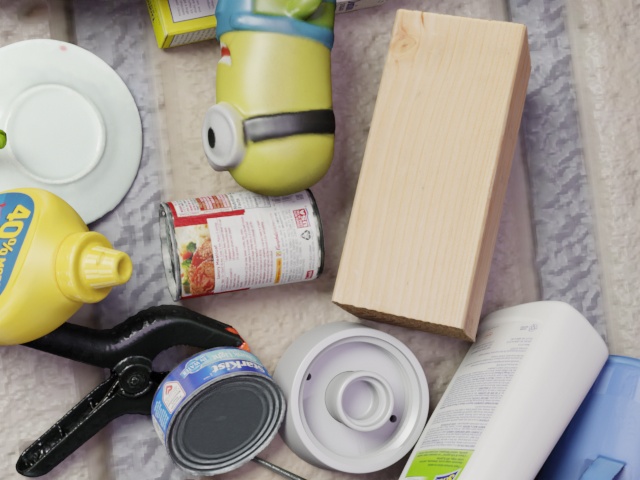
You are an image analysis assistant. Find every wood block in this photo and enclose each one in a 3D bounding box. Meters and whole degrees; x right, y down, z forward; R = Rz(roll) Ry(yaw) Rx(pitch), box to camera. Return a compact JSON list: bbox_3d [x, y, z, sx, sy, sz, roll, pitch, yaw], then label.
[{"bbox_3d":[0.080,-0.043,0.741,0.091,0.090,0.206,10,82,16],"label":"wood block"}]

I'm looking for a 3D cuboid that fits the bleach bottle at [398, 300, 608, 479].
[{"bbox_3d":[0.094,0.150,0.699,0.068,0.103,0.250,47,58,-12],"label":"bleach bottle"}]

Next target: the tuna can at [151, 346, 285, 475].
[{"bbox_3d":[-0.069,0.113,0.712,0.086,0.034,0.086,-17,129,-22],"label":"tuna can"}]

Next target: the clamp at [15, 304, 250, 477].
[{"bbox_3d":[-0.134,0.078,0.705,0.171,0.039,0.120,-22,124,-17],"label":"clamp"}]

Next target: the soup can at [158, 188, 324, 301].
[{"bbox_3d":[-0.055,0.001,0.729,0.102,0.069,0.068,-8,87,-15],"label":"soup can"}]

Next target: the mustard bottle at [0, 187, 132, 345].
[{"bbox_3d":[-0.194,0.015,0.642,0.192,0.058,0.096,1,62,28],"label":"mustard bottle"}]
